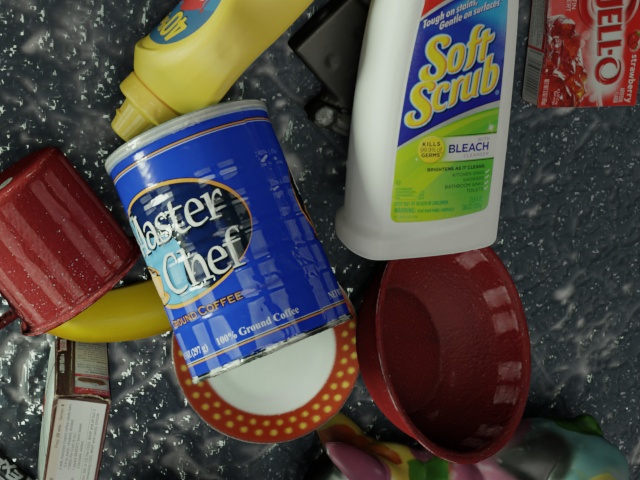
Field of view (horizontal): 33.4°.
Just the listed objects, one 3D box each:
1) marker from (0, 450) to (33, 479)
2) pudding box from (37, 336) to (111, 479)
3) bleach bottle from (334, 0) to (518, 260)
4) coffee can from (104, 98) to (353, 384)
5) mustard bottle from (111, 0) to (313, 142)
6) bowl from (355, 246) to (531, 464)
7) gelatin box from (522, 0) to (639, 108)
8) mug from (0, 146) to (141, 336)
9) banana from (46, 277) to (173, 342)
[{"bbox_3d":[-0.220,0.155,0.731,0.020,0.020,0.121,-39,115,2],"label":"marker"},{"bbox_3d":[-0.162,0.131,0.697,0.039,0.090,0.113,5,109,-16],"label":"pudding box"},{"bbox_3d":[0.064,-0.117,0.622,0.102,0.068,0.251,-6,113,-18],"label":"bleach bottle"},{"bbox_3d":[-0.054,0.001,0.632,0.102,0.103,0.140,-22,86,-5],"label":"coffee can"},{"bbox_3d":[-0.051,-0.131,0.619,0.058,0.096,0.192,40,97,-26],"label":"mustard bottle"},{"bbox_3d":[0.075,0.071,0.726,0.161,0.055,0.162,13,71,-42],"label":"bowl"},{"bbox_3d":[0.177,-0.134,0.712,0.073,0.030,0.089,-3,112,-13],"label":"gelatin box"},{"bbox_3d":[-0.176,0.005,0.641,0.117,0.093,0.081,-42,111,-18],"label":"mug"},{"bbox_3d":[-0.092,0.021,0.703,0.198,0.037,0.069,-34,82,-2],"label":"banana"}]
